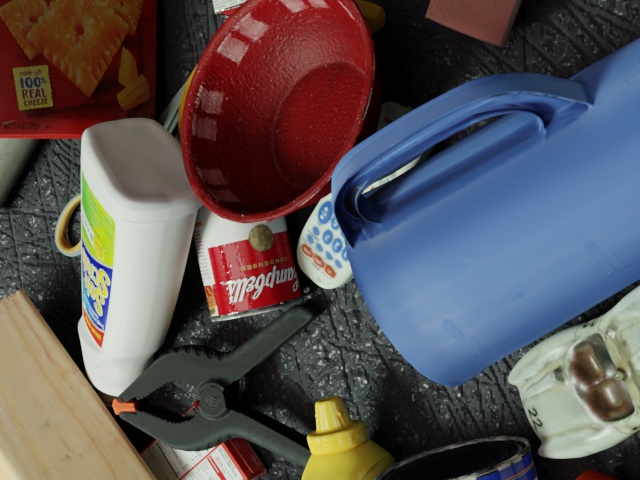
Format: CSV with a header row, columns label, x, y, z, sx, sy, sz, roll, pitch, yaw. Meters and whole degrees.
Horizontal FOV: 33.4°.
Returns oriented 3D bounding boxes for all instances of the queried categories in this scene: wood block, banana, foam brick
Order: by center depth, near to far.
label,x,y,z,sx,sy,sz,roll,pitch,yaw
foam brick,0.100,-0.163,0.642,0.051,0.053,0.078,19,108,2
banana,-0.042,-0.122,0.756,0.198,0.037,0.069,-37,95,31
wood block,-0.220,0.155,0.852,0.206,0.090,0.091,50,153,18

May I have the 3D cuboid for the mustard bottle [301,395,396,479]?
label,x,y,z,sx,sy,sz,roll,pitch,yaw
mustard bottle,0.029,0.200,0.724,0.058,0.096,0.191,-14,90,33

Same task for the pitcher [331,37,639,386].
label,x,y,z,sx,sy,sz,roll,pitch,yaw
pitcher,0.135,-0.030,0.600,0.243,0.149,0.145,-33,81,27

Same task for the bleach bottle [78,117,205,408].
label,x,y,z,sx,sy,sz,roll,pitch,yaw
bleach bottle,-0.142,0.038,0.791,0.103,0.068,0.251,53,143,38

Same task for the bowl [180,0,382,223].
label,x,y,z,sx,sy,sz,roll,pitch,yaw
bowl,-0.015,-0.083,0.682,0.162,0.055,0.162,-14,67,37

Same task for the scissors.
label,x,y,z,sx,sy,sz,roll,pitch,yaw
scissors,-0.138,-0.034,0.838,0.202,0.016,0.096,-36,80,30

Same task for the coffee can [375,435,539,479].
label,x,y,z,sx,sy,sz,roll,pitch,yaw
coffee can,0.102,0.207,0.677,0.103,0.102,0.140,-16,89,32

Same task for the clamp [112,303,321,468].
label,x,y,z,sx,sy,sz,roll,pitch,yaw
clamp,-0.066,0.123,0.785,0.172,0.039,0.120,-16,82,17

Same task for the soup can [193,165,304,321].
label,x,y,z,sx,sy,sz,roll,pitch,yaw
soup can,-0.055,0.001,0.762,0.069,0.068,0.102,-12,90,32

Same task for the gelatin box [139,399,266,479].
label,x,y,z,sx,sy,sz,roll,pitch,yaw
gelatin box,-0.094,0.174,0.835,0.089,0.030,0.073,-44,73,28

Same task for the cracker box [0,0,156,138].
label,x,y,z,sx,sy,sz,roll,pitch,yaw
cracker box,-0.190,-0.179,0.752,0.072,0.163,0.214,6,98,34
